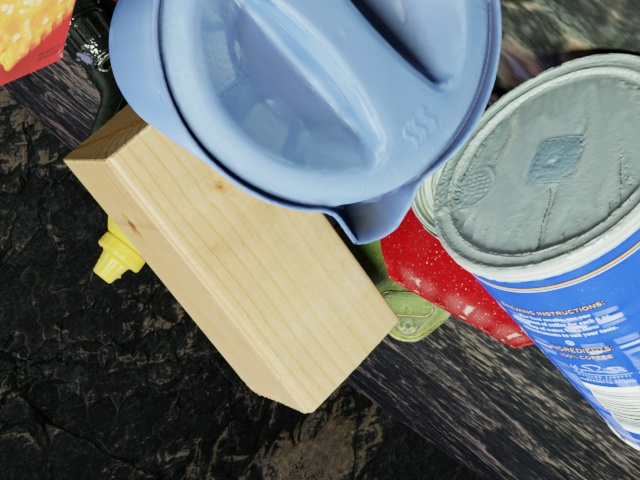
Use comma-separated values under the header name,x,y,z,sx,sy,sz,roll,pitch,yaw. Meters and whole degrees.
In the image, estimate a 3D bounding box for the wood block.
name,x,y,z,sx,sy,sz,roll,pitch,yaw
wood block,-0.055,0.001,0.681,0.206,0.090,0.091,54,159,-22

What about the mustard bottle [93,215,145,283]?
name,x,y,z,sx,sy,sz,roll,pitch,yaw
mustard bottle,-0.121,-0.044,0.889,0.058,0.191,0.096,40,172,-8

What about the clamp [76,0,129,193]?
name,x,y,z,sx,sy,sz,roll,pitch,yaw
clamp,-0.150,-0.119,0.829,0.039,0.120,0.171,93,155,-70

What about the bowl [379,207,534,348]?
name,x,y,z,sx,sy,sz,roll,pitch,yaw
bowl,0.096,0.022,0.672,0.162,0.055,0.162,29,180,0

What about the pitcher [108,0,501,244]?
name,x,y,z,sx,sy,sz,roll,pitch,yaw
pitcher,-0.032,-0.102,0.488,0.144,0.149,0.243,26,180,-20

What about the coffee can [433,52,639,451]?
name,x,y,z,sx,sy,sz,roll,pitch,yaw
coffee can,0.125,0.010,0.427,0.140,0.103,0.103,44,170,-33

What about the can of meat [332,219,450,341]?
name,x,y,z,sx,sy,sz,roll,pitch,yaw
can of meat,0.052,0.010,0.777,0.102,0.058,0.083,41,-150,-9
